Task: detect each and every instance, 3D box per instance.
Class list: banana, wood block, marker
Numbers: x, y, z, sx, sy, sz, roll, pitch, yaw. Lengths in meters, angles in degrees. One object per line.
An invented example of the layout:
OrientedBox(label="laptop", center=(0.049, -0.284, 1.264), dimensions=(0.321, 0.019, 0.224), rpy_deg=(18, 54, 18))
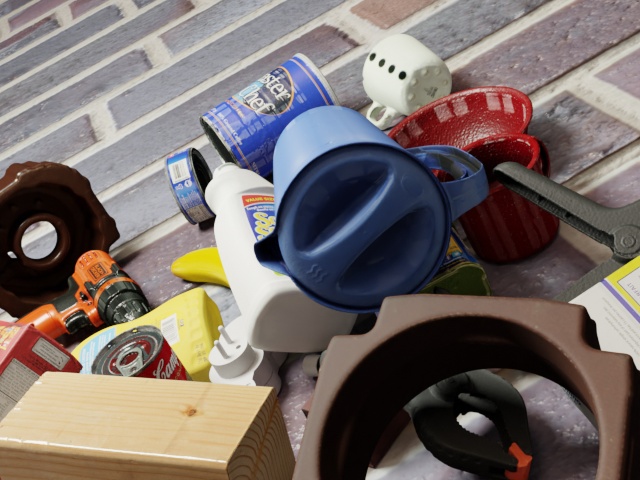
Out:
OrientedBox(label="banana", center=(-0.094, 0.040, 1.073), dimensions=(0.069, 0.037, 0.198), rpy_deg=(-35, 30, -12))
OrientedBox(label="wood block", center=(-0.135, 0.165, 0.816), dimensions=(0.206, 0.090, 0.090), rpy_deg=(1, 31, 23))
OrientedBox(label="marker", center=(0.038, 0.104, 0.882), dimensions=(0.121, 0.020, 0.020), rpy_deg=(-3, 38, 37))

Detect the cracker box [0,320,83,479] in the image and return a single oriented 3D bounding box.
OrientedBox(label="cracker box", center=(-0.312, 0.175, 0.940), dimensions=(0.213, 0.072, 0.164), rpy_deg=(-57, 22, -18))

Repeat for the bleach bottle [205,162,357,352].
OrientedBox(label="bleach bottle", center=(-0.056, 0.001, 0.986), dimensions=(0.102, 0.068, 0.251), rpy_deg=(6, 31, -30))

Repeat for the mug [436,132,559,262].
OrientedBox(label="mug", center=(0.166, -0.043, 0.938), dimensions=(0.093, 0.081, 0.117), rpy_deg=(7, 45, 46))

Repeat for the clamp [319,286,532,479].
OrientedBox(label="clamp", center=(0.096, 0.103, 0.769), dimensions=(0.120, 0.039, 0.172), rpy_deg=(-39, 57, -22))

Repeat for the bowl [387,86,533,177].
OrientedBox(label="bowl", center=(0.139, -0.086, 1.054), dimensions=(0.162, 0.055, 0.162), rpy_deg=(-21, 31, 13))

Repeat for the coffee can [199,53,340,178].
OrientedBox(label="coffee can", center=(-0.056, -0.139, 1.251), dimensions=(0.140, 0.102, 0.103), rpy_deg=(-34, 30, -9))

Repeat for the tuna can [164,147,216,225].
OrientedBox(label="tuna can", center=(-0.146, -0.063, 1.227), dimensions=(0.034, 0.086, 0.086), rpy_deg=(-21, 30, 9))

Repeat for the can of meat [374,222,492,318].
OrientedBox(label="can of meat", center=(0.086, 0.035, 0.912), dimensions=(0.102, 0.057, 0.084), rpy_deg=(-28, 31, 1))

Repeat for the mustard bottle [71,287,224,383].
OrientedBox(label="mustard bottle", center=(-0.182, 0.120, 0.999), dimensions=(0.192, 0.058, 0.096), rpy_deg=(-23, 48, 10))

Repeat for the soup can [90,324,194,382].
OrientedBox(label="soup can", center=(-0.140, 0.131, 0.905), dimensions=(0.068, 0.102, 0.068), rpy_deg=(-21, 30, 13))

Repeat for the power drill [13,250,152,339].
OrientedBox(label="power drill", center=(-0.270, 0.098, 1.116), dimensions=(0.187, 0.057, 0.185), rpy_deg=(-34, 31, -12))

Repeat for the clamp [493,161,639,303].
OrientedBox(label="clamp", center=(0.227, 0.018, 0.804), dimensions=(0.210, 0.036, 0.164), rpy_deg=(4, 66, 17))

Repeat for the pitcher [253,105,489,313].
OrientedBox(label="pitcher", center=(0.031, -0.044, 0.896), dimensions=(0.145, 0.149, 0.243), rpy_deg=(-62, 13, 13))
